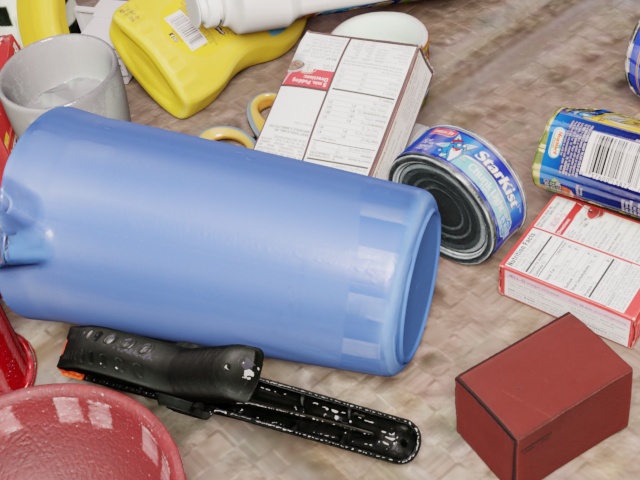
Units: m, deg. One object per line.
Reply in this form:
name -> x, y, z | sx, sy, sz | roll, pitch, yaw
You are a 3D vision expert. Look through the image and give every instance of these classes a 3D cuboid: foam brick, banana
foam brick -> 0.117, 0.085, 0.563 | 0.078, 0.053, 0.051 | -26, 46, -17
banana -> -0.198, -0.148, 0.825 | 0.070, 0.037, 0.198 | -27, 74, 34

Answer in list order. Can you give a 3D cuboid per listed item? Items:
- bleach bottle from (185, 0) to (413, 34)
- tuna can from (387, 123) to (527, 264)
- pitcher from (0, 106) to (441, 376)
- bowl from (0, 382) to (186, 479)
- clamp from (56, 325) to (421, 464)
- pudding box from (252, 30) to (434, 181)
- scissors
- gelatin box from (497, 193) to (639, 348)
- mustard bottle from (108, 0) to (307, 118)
bleach bottle -> 0.015, -0.202, 0.818 | 0.250, 0.068, 0.103 | -18, 15, -21
tuna can -> 0.083, -0.027, 0.660 | 0.086, 0.086, 0.033 | 29, 57, 33
pitcher -> -0.054, 0.001, 0.638 | 0.243, 0.145, 0.149 | 11, 60, 15
bowl -> -0.142, 0.152, 0.539 | 0.162, 0.055, 0.162 | -5, 44, 5
clamp -> -0.058, 0.079, 0.575 | 0.210, 0.164, 0.036 | 4, 70, 42
pudding box -> 0.014, -0.080, 0.705 | 0.090, 0.039, 0.113 | 13, 72, 25
scissors -> -0.028, -0.038, 0.741 | 0.096, 0.016, 0.202 | -17, 45, -5
gelatin box -> 0.162, 0.016, 0.642 | 0.089, 0.030, 0.073 | 23, 54, 29
mustard bottle -> -0.067, -0.182, 0.850 | 0.191, 0.058, 0.096 | -39, 84, -27
